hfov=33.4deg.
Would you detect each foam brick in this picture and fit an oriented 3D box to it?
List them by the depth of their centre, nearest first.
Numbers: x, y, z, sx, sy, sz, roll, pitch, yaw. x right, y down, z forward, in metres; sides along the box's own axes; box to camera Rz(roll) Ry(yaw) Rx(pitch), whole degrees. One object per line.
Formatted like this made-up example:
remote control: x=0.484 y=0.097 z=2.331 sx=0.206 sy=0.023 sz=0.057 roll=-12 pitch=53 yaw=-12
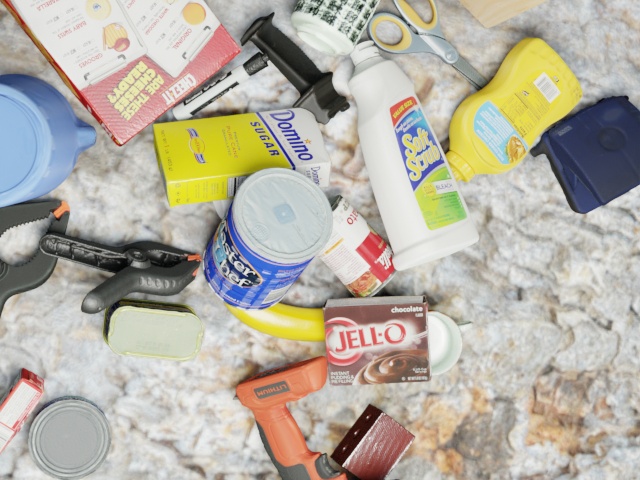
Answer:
foam brick: x=0.059 y=0.231 z=1.195 sx=0.051 sy=0.053 sz=0.078 roll=39 pitch=82 yaw=-11

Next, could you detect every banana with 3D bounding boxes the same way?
banana: x=-0.032 y=0.076 z=1.180 sx=0.197 sy=0.037 sz=0.069 roll=20 pitch=88 yaw=-12

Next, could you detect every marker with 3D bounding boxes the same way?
marker: x=-0.105 y=-0.165 z=1.144 sx=0.121 sy=0.020 sz=0.020 roll=-31 pitch=98 yaw=15

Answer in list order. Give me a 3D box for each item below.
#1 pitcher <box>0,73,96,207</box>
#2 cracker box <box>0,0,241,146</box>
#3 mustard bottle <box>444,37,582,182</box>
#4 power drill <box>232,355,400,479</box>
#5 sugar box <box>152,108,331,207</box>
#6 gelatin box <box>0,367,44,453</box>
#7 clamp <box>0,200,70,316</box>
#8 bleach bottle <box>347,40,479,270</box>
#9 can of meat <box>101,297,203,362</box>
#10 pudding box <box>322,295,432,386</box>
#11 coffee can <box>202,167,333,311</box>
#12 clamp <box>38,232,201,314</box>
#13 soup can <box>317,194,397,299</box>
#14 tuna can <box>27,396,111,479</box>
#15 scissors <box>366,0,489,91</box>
pitcher: x=-0.311 y=-0.093 z=1.009 sx=0.149 sy=0.243 sz=0.145 roll=-46 pitch=101 yaw=-2
cracker box: x=-0.214 y=-0.231 z=1.117 sx=0.164 sy=0.072 sz=0.213 roll=-40 pitch=100 yaw=-9
mustard bottle: x=0.204 y=-0.133 z=1.216 sx=0.191 sy=0.058 sz=0.096 roll=-46 pitch=113 yaw=-4
power drill: x=-0.003 y=0.223 z=1.138 sx=0.185 sy=0.057 sz=0.187 roll=-18 pitch=89 yaw=28
sugar box: x=-0.084 y=-0.091 z=1.139 sx=0.176 sy=0.048 sz=0.093 roll=-10 pitch=51 yaw=-12
gelatin box: x=-0.319 y=0.179 z=1.097 sx=0.030 sy=0.073 sz=0.089 roll=36 pitch=82 yaw=-12
clamp: x=-0.351 y=0.023 z=1.106 sx=0.164 sy=0.036 sz=0.210 roll=44 pitch=80 yaw=-10
bleach bottle: x=0.085 y=-0.099 z=1.171 sx=0.102 sy=0.068 sz=0.251 roll=-15 pitch=81 yaw=-39
can of meat: x=-0.176 y=0.094 z=1.123 sx=0.102 sy=0.084 sz=0.057 roll=7 pitch=89 yaw=-13
pudding box: x=0.061 y=0.107 z=1.151 sx=0.113 sy=0.039 sz=0.090 roll=-4 pitch=105 yaw=6
coffee can: x=-0.057 y=0.001 z=1.105 sx=0.102 sy=0.140 sz=0.103 roll=8 pitch=64 yaw=-17
clamp: x=-0.195 y=0.036 z=1.101 sx=0.171 sy=0.120 sz=0.039 roll=2 pitch=129 yaw=-32
soup can: x=0.032 y=0.008 z=1.178 sx=0.068 sy=0.068 sz=0.102 roll=-45 pitch=100 yaw=-9
tuna can: x=-0.265 y=0.208 z=1.130 sx=0.086 sy=0.034 sz=0.086 roll=0 pitch=91 yaw=-13
scissors: x=0.129 y=-0.207 z=1.224 sx=0.096 sy=0.016 sz=0.201 roll=-36 pitch=103 yaw=-5
